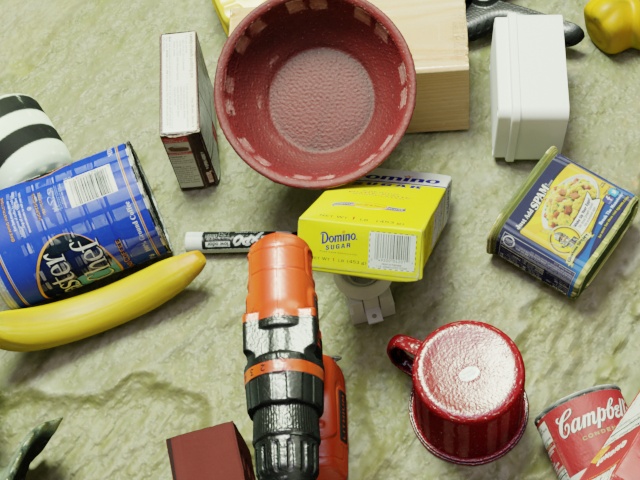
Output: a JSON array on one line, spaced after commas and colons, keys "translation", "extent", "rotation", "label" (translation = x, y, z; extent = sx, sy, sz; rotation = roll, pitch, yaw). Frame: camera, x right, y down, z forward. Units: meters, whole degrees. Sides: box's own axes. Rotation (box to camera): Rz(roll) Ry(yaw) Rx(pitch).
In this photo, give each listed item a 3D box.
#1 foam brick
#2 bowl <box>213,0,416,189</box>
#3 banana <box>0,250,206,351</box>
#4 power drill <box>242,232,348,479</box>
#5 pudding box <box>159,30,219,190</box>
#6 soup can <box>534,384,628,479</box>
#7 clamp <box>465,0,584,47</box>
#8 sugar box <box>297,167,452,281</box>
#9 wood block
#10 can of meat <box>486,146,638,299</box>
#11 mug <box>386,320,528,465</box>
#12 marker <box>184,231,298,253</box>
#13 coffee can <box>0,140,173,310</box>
[{"translation": [-0.077, 0.175, 0.791], "extent": [0.051, 0.078, 0.053], "rotation": [-15, 62, -1], "label": "foam brick"}, {"translation": [-0.002, -0.119, 0.864], "extent": [0.162, 0.055, 0.162], "rotation": [0, 87, 7], "label": "bowl"}, {"translation": [-0.189, 0.055, 0.879], "extent": [0.197, 0.070, 0.037], "rotation": [-17, 74, -17], "label": "banana"}, {"translation": [-0.015, 0.113, 0.754], "extent": [0.057, 0.187, 0.184], "rotation": [-4, 59, 4], "label": "power drill"}, {"translation": [-0.118, -0.116, 0.950], "extent": [0.039, 0.090, 0.113], "rotation": [-9, 61, 3], "label": "pudding box"}, {"translation": [0.204, 0.164, 0.763], "extent": [0.068, 0.068, 0.102], "rotation": [-18, 61, -2], "label": "soup can"}, {"translation": [0.162, -0.215, 0.995], "extent": [0.171, 0.039, 0.120], "rotation": [-15, 54, 7], "label": "clamp"}, {"translation": [0.047, -0.018, 0.838], "extent": [0.093, 0.048, 0.176], "rotation": [7, 20, 11], "label": "sugar box"}, {"translation": [0.027, -0.153, 0.950], "extent": [0.206, 0.091, 0.090], "rotation": [-3, 61, 7], "label": "wood block"}, {"translation": [0.198, -0.013, 0.868], "extent": [0.084, 0.057, 0.102], "rotation": [32, 71, 20], "label": "can of meat"}, {"translation": [0.101, 0.105, 0.801], "extent": [0.117, 0.081, 0.093], "rotation": [32, 70, 22], "label": "mug"}, {"translation": [-0.056, 0.001, 0.917], "extent": [0.121, 0.020, 0.020], "rotation": [-1, 61, 7], "label": "marker"}, {"translation": [-0.208, -0.012, 0.899], "extent": [0.140, 0.103, 0.103], "rotation": [-21, 61, -4], "label": "coffee can"}]
